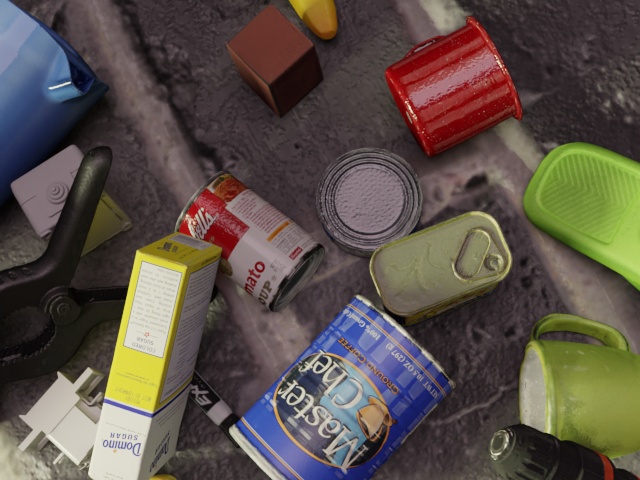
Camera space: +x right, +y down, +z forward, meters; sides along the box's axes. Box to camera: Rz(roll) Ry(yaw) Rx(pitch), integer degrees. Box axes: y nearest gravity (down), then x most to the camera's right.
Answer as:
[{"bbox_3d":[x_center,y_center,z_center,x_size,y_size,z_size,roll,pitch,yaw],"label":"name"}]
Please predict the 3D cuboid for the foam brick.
[{"bbox_3d":[-0.036,-0.147,0.877,0.051,0.078,0.053,-43,77,-4],"label":"foam brick"}]

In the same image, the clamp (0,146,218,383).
[{"bbox_3d":[-0.200,0.034,0.815,0.210,0.164,0.036,-31,32,-8],"label":"clamp"}]

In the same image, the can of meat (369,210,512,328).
[{"bbox_3d":[0.092,0.026,0.822,0.102,0.084,0.057,-22,76,0],"label":"can of meat"}]

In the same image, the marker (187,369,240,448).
[{"bbox_3d":[-0.097,0.119,0.850,0.020,0.020,0.121,-44,77,-6],"label":"marker"}]

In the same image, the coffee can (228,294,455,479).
[{"bbox_3d":[0.016,0.125,0.796,0.103,0.103,0.140,42,83,12],"label":"coffee can"}]

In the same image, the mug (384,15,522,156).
[{"bbox_3d":[0.100,-0.127,0.862,0.081,0.093,0.117,-27,45,3],"label":"mug"}]

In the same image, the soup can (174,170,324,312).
[{"bbox_3d":[-0.056,0.001,0.849,0.102,0.068,0.068,38,82,12],"label":"soup can"}]

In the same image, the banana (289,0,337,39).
[{"bbox_3d":[-0.055,-0.246,0.919,0.198,0.037,0.069,34,72,5],"label":"banana"}]

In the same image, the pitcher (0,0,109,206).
[{"bbox_3d":[-0.301,-0.082,0.868,0.145,0.149,0.243,39,86,-6],"label":"pitcher"}]

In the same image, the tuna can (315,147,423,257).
[{"bbox_3d":[0.040,-0.030,0.865,0.086,0.034,0.086,-1,77,5],"label":"tuna can"}]

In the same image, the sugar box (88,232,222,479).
[{"bbox_3d":[-0.122,0.088,0.792,0.048,0.093,0.176,18,101,8],"label":"sugar box"}]

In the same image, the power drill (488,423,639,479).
[{"bbox_3d":[0.155,0.232,0.738,0.184,0.057,0.188,30,94,-21],"label":"power drill"}]
